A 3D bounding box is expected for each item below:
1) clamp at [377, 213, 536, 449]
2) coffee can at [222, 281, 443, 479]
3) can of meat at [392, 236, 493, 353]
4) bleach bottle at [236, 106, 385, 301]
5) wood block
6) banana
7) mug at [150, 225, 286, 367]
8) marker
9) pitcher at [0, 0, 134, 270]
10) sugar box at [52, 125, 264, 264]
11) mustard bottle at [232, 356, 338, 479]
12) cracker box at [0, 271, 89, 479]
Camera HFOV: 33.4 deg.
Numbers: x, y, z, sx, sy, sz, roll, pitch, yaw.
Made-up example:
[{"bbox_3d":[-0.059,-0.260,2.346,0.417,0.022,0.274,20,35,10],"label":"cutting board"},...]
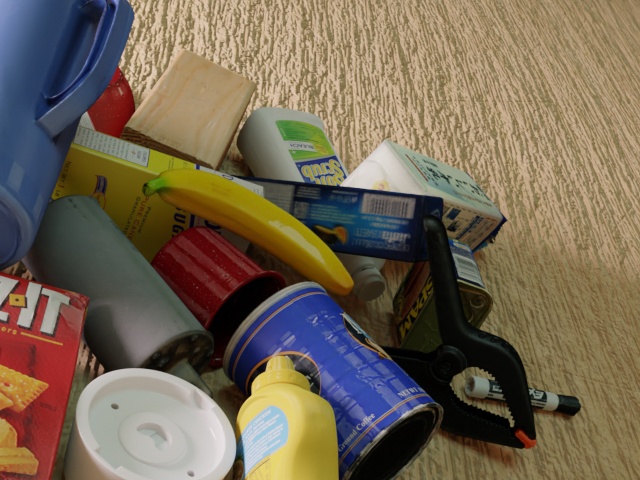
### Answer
[{"bbox_3d":[0.109,0.090,0.895,0.210,0.165,0.036,37,16,0],"label":"clamp"},{"bbox_3d":[0.008,0.114,0.807,0.102,0.103,0.140,-12,47,-47],"label":"coffee can"},{"bbox_3d":[0.108,0.057,0.977,0.057,0.102,0.084,20,28,-14],"label":"can of meat"},{"bbox_3d":[0.004,-0.035,1.082,0.102,0.068,0.251,6,38,-38],"label":"bleach bottle"},{"bbox_3d":[-0.135,-0.098,1.040,0.090,0.091,0.206,24,29,-5],"label":"wood block"},{"bbox_3d":[-0.060,-0.012,0.871,0.197,0.037,0.069,26,34,-22],"label":"banana"},{"bbox_3d":[-0.084,0.045,0.873,0.082,0.093,0.117,38,2,28],"label":"mug"},{"bbox_3d":[0.189,0.144,0.986,0.121,0.020,0.020,13,32,-21],"label":"marker"},{"bbox_3d":[-0.236,-0.099,0.803,0.145,0.149,0.242,15,46,-13],"label":"pitcher"},{"bbox_3d":[-0.145,-0.027,0.920,0.176,0.093,0.048,19,31,-13],"label":"sugar box"},{"bbox_3d":[-0.024,0.155,0.695,0.058,0.096,0.191,18,41,-22],"label":"mustard bottle"},{"bbox_3d":[-0.243,0.096,0.671,0.164,0.072,0.213,18,30,-15],"label":"cracker box"}]
